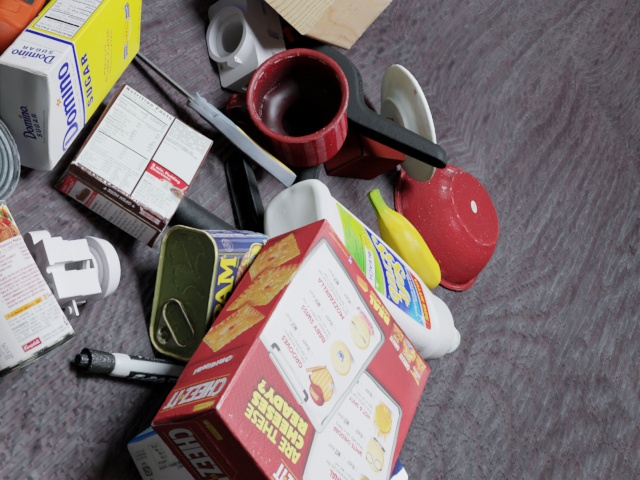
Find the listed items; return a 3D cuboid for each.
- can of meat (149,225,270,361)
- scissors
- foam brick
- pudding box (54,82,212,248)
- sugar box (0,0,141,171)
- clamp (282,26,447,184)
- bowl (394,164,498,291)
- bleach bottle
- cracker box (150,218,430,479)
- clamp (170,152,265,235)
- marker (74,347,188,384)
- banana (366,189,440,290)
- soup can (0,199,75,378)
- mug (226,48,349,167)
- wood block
[{"bbox_3d":[-0.083,0.040,0.847,0.083,0.058,0.102,0,100,-55],"label":"can of meat"},{"bbox_3d":[-0.102,-0.116,0.967,0.202,0.016,0.096,40,2,0],"label":"scissors"},{"bbox_3d":[0.043,-0.099,1.118,0.078,0.053,0.051,3,67,-52],"label":"foam brick"},{"bbox_3d":[-0.146,-0.062,0.851,0.090,0.039,0.113,33,41,-12],"label":"pudding box"},{"bbox_3d":[-0.187,-0.141,0.815,0.048,0.093,0.176,15,45,3],"label":"sugar box"},{"bbox_3d":[0.020,-0.125,1.058,0.036,0.164,0.210,95,-25,-70],"label":"clamp"},{"bbox_3d":[0.155,-0.027,1.216,0.161,0.055,0.162,29,48,-39],"label":"bowl"},{"bbox_3d":[0.052,0.043,0.979,0.250,0.068,0.102,34,39,-45],"label":"bleach bottle"},{"bbox_3d":[-0.012,0.113,0.780,0.164,0.072,0.213,55,37,-21],"label":"cracker box"},{"bbox_3d":[-0.056,0.001,0.944,0.171,0.039,0.120,51,42,-13],"label":"clamp"},{"bbox_3d":[-0.133,0.096,0.804,0.120,0.020,0.020,16,57,-46],"label":"marker"},{"bbox_3d":[0.094,0.015,1.068,0.197,0.037,0.069,52,24,-60],"label":"banana"},{"bbox_3d":[-0.213,0.034,0.698,0.068,0.069,0.102,-33,97,-54],"label":"soup can"},{"bbox_3d":[-0.029,-0.119,0.995,0.081,0.117,0.093,73,19,-72],"label":"mug"},{"bbox_3d":[0.004,-0.256,1.055,0.091,0.090,0.206,44,13,5],"label":"wood block"}]
